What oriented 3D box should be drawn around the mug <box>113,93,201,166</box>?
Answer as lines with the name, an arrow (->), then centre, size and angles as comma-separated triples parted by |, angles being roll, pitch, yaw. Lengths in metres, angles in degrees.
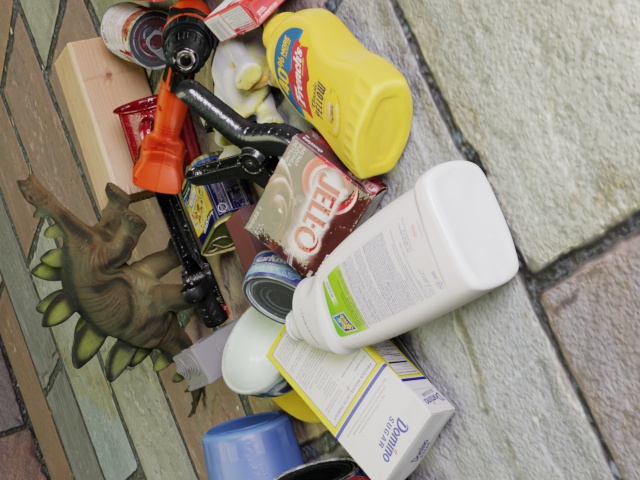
mug -> -0.190, -0.123, 1.252 | 0.117, 0.093, 0.081 | -88, -15, -73

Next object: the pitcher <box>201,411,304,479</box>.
pitcher -> -0.058, 0.329, 1.236 | 0.149, 0.144, 0.243 | -14, 90, 38

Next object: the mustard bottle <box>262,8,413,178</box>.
mustard bottle -> 0.003, -0.142, 0.909 | 0.192, 0.058, 0.096 | 50, 148, 39

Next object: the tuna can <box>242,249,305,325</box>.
tuna can -> -0.033, 0.049, 1.050 | 0.086, 0.033, 0.086 | 18, 147, 12

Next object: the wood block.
wood block -> -0.265, -0.154, 1.391 | 0.090, 0.090, 0.206 | -23, 85, 63

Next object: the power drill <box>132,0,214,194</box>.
power drill -> -0.149, -0.147, 1.103 | 0.184, 0.057, 0.188 | -96, 22, -65

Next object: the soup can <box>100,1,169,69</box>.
soup can -> -0.212, -0.243, 1.260 | 0.102, 0.068, 0.068 | 30, 131, 55

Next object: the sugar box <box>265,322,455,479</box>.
sugar box -> 0.033, 0.128, 0.966 | 0.176, 0.048, 0.093 | 45, 117, 30

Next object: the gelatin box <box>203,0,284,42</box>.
gelatin box -> -0.057, -0.218, 0.963 | 0.030, 0.073, 0.089 | 49, 159, -19

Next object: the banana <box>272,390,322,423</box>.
banana -> -0.029, 0.160, 1.177 | 0.198, 0.037, 0.069 | 35, 136, 52

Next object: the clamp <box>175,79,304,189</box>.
clamp -> -0.064, -0.090, 0.998 | 0.172, 0.039, 0.120 | 10, 139, 23

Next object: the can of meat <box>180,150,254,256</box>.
can of meat -> -0.115, -0.042, 1.204 | 0.084, 0.057, 0.102 | 66, 154, 17

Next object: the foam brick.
foam brick -> -0.057, 0.001, 1.121 | 0.078, 0.052, 0.051 | 67, 154, 10

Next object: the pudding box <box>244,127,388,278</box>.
pudding box -> -0.005, -0.029, 0.948 | 0.090, 0.039, 0.114 | 39, 125, 13

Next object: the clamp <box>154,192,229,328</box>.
clamp -> -0.142, 0.050, 1.249 | 0.210, 0.036, 0.164 | 72, 180, -50

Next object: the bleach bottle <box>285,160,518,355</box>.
bleach bottle -> 0.045, 0.029, 0.865 | 0.251, 0.067, 0.102 | -31, 78, 51
